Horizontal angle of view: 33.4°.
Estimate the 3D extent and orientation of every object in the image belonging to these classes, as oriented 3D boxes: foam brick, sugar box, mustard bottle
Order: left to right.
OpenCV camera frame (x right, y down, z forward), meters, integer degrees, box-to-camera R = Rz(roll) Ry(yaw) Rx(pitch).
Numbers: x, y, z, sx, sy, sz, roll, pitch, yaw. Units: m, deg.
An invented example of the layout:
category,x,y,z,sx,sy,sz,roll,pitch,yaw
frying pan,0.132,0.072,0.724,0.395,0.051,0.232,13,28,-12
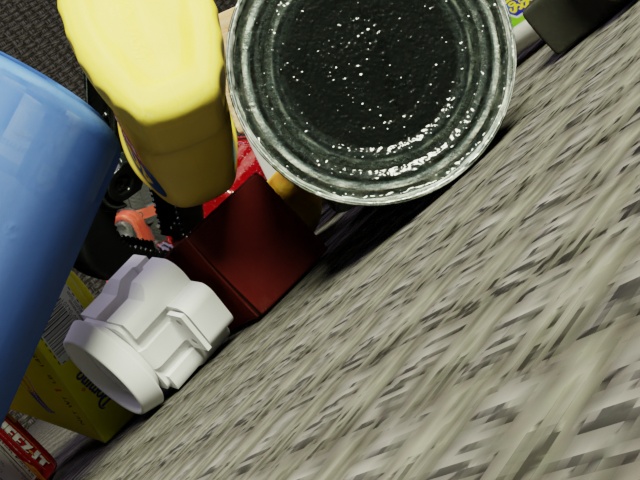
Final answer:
category,x,y,z,sx,sy,sz,roll,pitch,yaw
sugar box,-0.181,0.056,0.615,0.177,0.093,0.048,2,38,45
mustard bottle,-0.071,-0.067,0.494,0.058,0.096,0.191,-24,-12,-6
foam brick,-0.042,0.009,0.536,0.051,0.053,0.078,-44,5,-23

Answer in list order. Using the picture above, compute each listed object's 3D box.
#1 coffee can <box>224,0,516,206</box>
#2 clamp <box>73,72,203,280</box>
category,x,y,z,sx,sy,sz,roll,pitch,yaw
coffee can,0.015,-0.067,0.439,0.103,0.103,0.140,-42,4,1
clamp,-0.114,-0.047,0.576,0.164,0.036,0.209,-56,-36,-7
